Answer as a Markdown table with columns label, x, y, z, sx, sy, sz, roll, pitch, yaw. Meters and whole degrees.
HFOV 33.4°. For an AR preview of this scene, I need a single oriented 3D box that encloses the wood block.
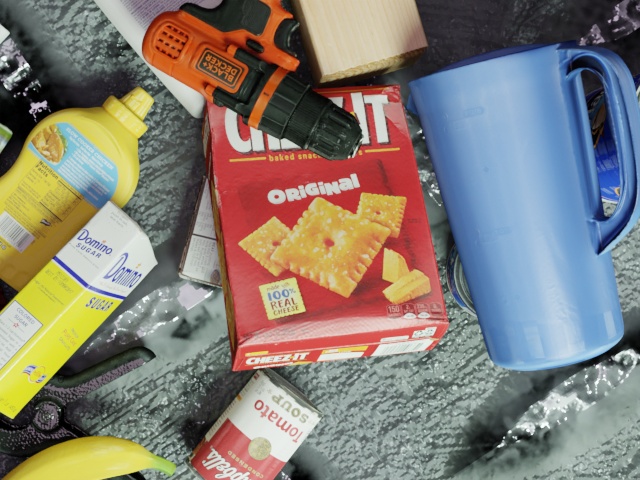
| label | x | y | z | sx | sy | sz | roll | pitch | yaw |
| --- | --- | --- | --- | --- | --- | --- | --- | --- | --- |
| wood block | 0.012 | -0.238 | 0.880 | 0.091 | 0.090 | 0.206 | -17 | 90 | -3 |

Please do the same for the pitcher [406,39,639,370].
| label | x | y | z | sx | sy | sz | roll | pitch | yaw |
| --- | --- | --- | --- | --- | --- | --- | --- | --- | --- |
| pitcher | 0.166 | -0.029 | 0.825 | 0.145 | 0.149 | 0.243 | -15 | 95 | -4 |

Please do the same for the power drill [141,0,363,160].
| label | x | y | z | sx | sy | sz | roll | pitch | yaw |
| --- | --- | --- | --- | --- | --- | --- | --- | --- | --- |
| power drill | -0.018 | -0.173 | 0.804 | 0.184 | 0.057 | 0.187 | 29 | 91 | 1 |

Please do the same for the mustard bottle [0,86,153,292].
| label | x | y | z | sx | sy | sz | roll | pitch | yaw |
| --- | --- | --- | --- | --- | --- | --- | --- | --- | --- |
| mustard bottle | -0.208 | -0.052 | 0.885 | 0.096 | 0.058 | 0.191 | 42 | 88 | 0 |

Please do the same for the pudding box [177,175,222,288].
| label | x | y | z | sx | sy | sz | roll | pitch | yaw |
| --- | --- | --- | --- | --- | --- | --- | --- | --- | --- |
| pudding box | -0.056 | 0.001 | 0.902 | 0.113 | 0.039 | 0.090 | 14 | 86 | -5 |

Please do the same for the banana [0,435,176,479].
| label | x | y | z | sx | sy | sz | roll | pitch | yaw |
| --- | --- | --- | --- | --- | --- | --- | --- | --- | --- |
| banana | -0.219 | 0.204 | 0.869 | 0.198 | 0.037 | 0.069 | -25 | 106 | 13 |

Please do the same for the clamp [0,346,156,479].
| label | x | y | z | sx | sy | sz | roll | pitch | yaw |
| --- | --- | --- | --- | --- | --- | --- | --- | --- | --- |
| clamp | -0.220 | 0.154 | 0.895 | 0.171 | 0.039 | 0.120 | -4 | 85 | 1 |

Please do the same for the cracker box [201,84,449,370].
| label | x | y | z | sx | sy | sz | roll | pitch | yaw |
| --- | --- | --- | --- | --- | --- | --- | --- | --- | --- |
| cracker box | -0.001 | -0.014 | 0.842 | 0.164 | 0.072 | 0.214 | -5 | 68 | -11 |

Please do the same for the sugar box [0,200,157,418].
| label | x | y | z | sx | sy | sz | roll | pitch | yaw |
| --- | --- | --- | --- | --- | --- | --- | --- | --- | --- |
| sugar box | -0.207 | 0.056 | 0.849 | 0.048 | 0.093 | 0.176 | 41 | 76 | 11 |

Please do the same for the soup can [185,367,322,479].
| label | x | y | z | sx | sy | sz | roll | pitch | yaw |
| --- | --- | --- | --- | --- | --- | --- | --- | --- | --- |
| soup can | -0.054 | 0.164 | 0.887 | 0.068 | 0.068 | 0.102 | 39 | 88 | -2 |

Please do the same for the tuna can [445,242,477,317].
| label | x | y | z | sx | sy | sz | roll | pitch | yaw |
| --- | --- | --- | --- | --- | --- | --- | --- | --- | --- |
| tuna can | 0.152 | 0.027 | 0.913 | 0.086 | 0.034 | 0.086 | 0 | 90 | -2 |

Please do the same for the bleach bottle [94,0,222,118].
| label | x | y | z | sx | sy | sz | roll | pitch | yaw |
| --- | --- | --- | --- | --- | --- | --- | --- | --- | --- |
| bleach bottle | -0.145 | -0.227 | 0.888 | 0.102 | 0.068 | 0.251 | -39 | 89 | -4 |
